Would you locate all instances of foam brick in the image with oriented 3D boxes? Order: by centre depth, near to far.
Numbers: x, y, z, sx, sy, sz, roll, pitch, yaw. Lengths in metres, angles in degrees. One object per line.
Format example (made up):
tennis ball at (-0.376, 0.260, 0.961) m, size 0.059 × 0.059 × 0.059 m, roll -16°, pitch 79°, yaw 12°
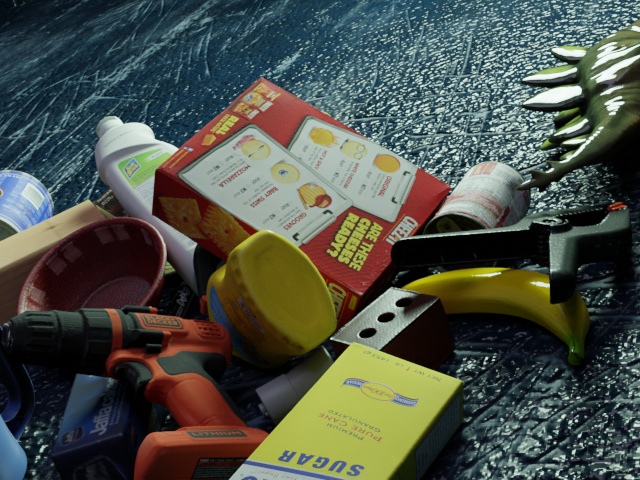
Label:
foam brick at (0.057, 0.080, 0.821) m, size 0.053 × 0.051 × 0.078 m, roll 9°, pitch 37°, yaw 46°

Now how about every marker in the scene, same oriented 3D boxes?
marker at (-0.136, 0.060, 1.049) m, size 0.020 × 0.020 × 0.121 m, roll -13°, pitch 25°, yaw 15°

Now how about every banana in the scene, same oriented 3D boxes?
banana at (0.138, 0.048, 0.842) m, size 0.069 × 0.037 × 0.198 m, roll -34°, pitch 28°, yaw -33°

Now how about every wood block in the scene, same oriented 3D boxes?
wood block at (-0.311, 0.048, 1.123) m, size 0.206 × 0.090 × 0.091 m, roll -27°, pitch 24°, yaw -15°

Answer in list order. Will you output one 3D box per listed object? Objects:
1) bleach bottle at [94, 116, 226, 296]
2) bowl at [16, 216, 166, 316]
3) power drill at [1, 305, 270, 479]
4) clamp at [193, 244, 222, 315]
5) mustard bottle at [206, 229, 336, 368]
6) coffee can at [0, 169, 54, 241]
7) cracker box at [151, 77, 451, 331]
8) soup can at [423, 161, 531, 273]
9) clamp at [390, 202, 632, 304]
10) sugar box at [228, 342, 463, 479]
bleach bottle at (-0.154, -0.052, 1.106) m, size 0.102 × 0.068 × 0.251 m, roll -30°, pitch 55°, yaw -20°
bowl at (-0.212, 0.055, 1.041) m, size 0.162 × 0.055 × 0.162 m, roll -14°, pitch 46°, yaw 15°
power drill at (-0.124, 0.111, 0.772) m, size 0.184 × 0.057 × 0.188 m, roll 6°, pitch 27°, yaw -32°
clamp at (-0.057, 0.001, 0.994) m, size 0.120 × 0.039 × 0.171 m, roll 14°, pitch 58°, yaw 9°
mustard bottle at (-0.051, 0.058, 0.877) m, size 0.058 × 0.096 × 0.192 m, roll -37°, pitch -1°, yaw -23°
coffee can at (-0.388, -0.013, 1.292) m, size 0.103 × 0.103 × 0.140 m, roll -17°, pitch 24°, yaw 7°
cracker box at (-0.018, -0.035, 0.957) m, size 0.214 × 0.072 × 0.164 m, roll 32°, pitch 51°, yaw 13°
soup can at (0.140, -0.019, 0.943) m, size 0.069 × 0.068 × 0.102 m, roll -3°, pitch 29°, yaw 32°
clamp at (0.170, 0.002, 0.843) m, size 0.165 × 0.036 × 0.209 m, roll 11°, pitch 20°, yaw 41°
sugar box at (0.014, 0.145, 0.704) m, size 0.093 × 0.048 × 0.176 m, roll 16°, pitch 38°, yaw 29°
